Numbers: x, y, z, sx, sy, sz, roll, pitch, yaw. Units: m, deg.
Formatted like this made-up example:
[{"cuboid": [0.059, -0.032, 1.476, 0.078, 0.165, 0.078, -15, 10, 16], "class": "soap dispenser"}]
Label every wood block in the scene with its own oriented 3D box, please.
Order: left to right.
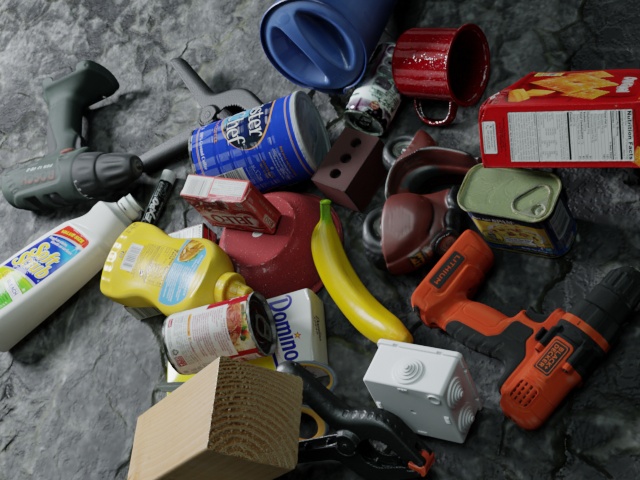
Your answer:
[{"cuboid": [-0.106, 0.194, 1.032, 0.206, 0.090, 0.091, -39, 39, 51], "class": "wood block"}]

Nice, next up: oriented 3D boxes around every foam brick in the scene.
[{"cuboid": [0.038, -0.081, 1.218, 0.053, 0.051, 0.078, 22, 73, 36], "class": "foam brick"}]

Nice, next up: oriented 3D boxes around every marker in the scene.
[{"cuboid": [-0.212, -0.034, 1.348, 0.020, 0.020, 0.121, 7, 65, 32], "class": "marker"}]

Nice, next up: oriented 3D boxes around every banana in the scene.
[{"cuboid": [0.035, 0.050, 1.130, 0.037, 0.070, 0.198, -20, 59, -21], "class": "banana"}]

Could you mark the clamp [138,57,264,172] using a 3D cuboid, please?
[{"cuboid": [-0.144, -0.145, 1.368, 0.210, 0.036, 0.164, 18, 81, 32], "class": "clamp"}]

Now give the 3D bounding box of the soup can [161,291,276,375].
[{"cuboid": [-0.105, 0.098, 1.114, 0.102, 0.068, 0.068, -15, 54, 18], "class": "soup can"}]

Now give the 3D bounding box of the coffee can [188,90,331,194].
[{"cuboid": [-0.070, -0.106, 1.260, 0.140, 0.102, 0.103, -17, 54, 19], "class": "coffee can"}]

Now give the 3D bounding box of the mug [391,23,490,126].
[{"cuboid": [0.135, -0.189, 1.220, 0.082, 0.093, 0.117, 10, 103, 38], "class": "mug"}]

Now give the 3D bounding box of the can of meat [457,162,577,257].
[{"cuboid": [0.200, -0.028, 1.073, 0.102, 0.084, 0.057, 12, 67, 34], "class": "can of meat"}]

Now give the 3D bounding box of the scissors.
[{"cuboid": [-0.073, 0.176, 1.109, 0.202, 0.016, 0.096, -14, 84, 18], "class": "scissors"}]

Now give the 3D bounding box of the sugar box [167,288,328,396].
[{"cuboid": [-0.081, 0.119, 1.161, 0.176, 0.048, 0.093, -19, 53, 19], "class": "sugar box"}]

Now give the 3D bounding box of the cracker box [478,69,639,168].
[{"cuboid": [0.283, -0.124, 1.043, 0.214, 0.072, 0.163, 2, 20, 31], "class": "cracker box"}]

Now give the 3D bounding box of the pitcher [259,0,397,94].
[{"cuboid": [0.030, -0.308, 1.280, 0.149, 0.145, 0.242, -51, 9, 53], "class": "pitcher"}]

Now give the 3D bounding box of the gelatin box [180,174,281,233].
[{"cuboid": [-0.099, -0.039, 1.180, 0.089, 0.073, 0.030, 8, 66, 32], "class": "gelatin box"}]

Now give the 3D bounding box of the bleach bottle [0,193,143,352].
[{"cuboid": [-0.333, 0.026, 1.350, 0.251, 0.068, 0.103, -40, 50, -2], "class": "bleach bottle"}]

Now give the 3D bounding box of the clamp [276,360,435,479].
[{"cuboid": [0.025, 0.179, 1.027, 0.172, 0.120, 0.039, 7, 33, 22], "class": "clamp"}]

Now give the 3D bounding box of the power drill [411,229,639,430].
[{"cuboid": [0.195, 0.065, 1.034, 0.184, 0.057, 0.188, -48, 50, -6], "class": "power drill"}]

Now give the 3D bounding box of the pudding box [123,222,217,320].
[{"cuboid": [-0.178, 0.037, 1.273, 0.114, 0.039, 0.090, -15, 54, 18], "class": "pudding box"}]

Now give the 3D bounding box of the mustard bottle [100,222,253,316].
[{"cuboid": [-0.153, 0.041, 1.189, 0.192, 0.058, 0.096, 13, 69, 34], "class": "mustard bottle"}]

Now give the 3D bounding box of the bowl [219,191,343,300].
[{"cuboid": [-0.058, 0.001, 1.217, 0.162, 0.055, 0.162, -14, 55, 21], "class": "bowl"}]
